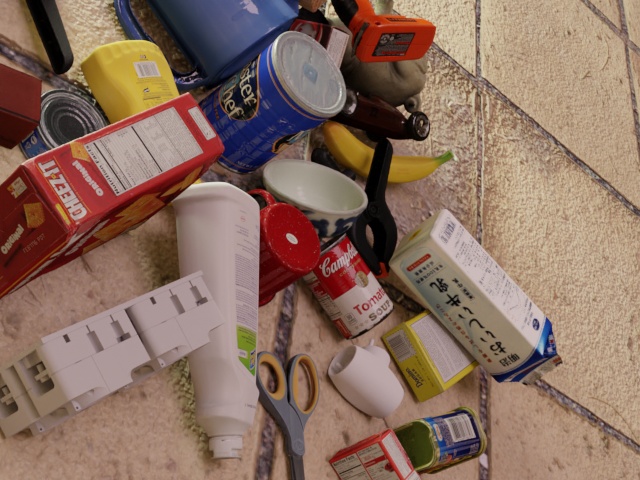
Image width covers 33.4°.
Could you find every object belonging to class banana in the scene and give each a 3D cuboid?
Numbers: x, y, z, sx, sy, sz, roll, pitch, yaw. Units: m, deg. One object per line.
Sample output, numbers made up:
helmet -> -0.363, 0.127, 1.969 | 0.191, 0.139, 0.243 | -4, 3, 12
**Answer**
banana -> 0.074, -0.107, 1.350 | 0.197, 0.070, 0.037 | 9, 32, -33

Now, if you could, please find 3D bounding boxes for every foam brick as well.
foam brick -> -0.299, -0.126, 0.965 | 0.078, 0.053, 0.051 | 20, 52, -40

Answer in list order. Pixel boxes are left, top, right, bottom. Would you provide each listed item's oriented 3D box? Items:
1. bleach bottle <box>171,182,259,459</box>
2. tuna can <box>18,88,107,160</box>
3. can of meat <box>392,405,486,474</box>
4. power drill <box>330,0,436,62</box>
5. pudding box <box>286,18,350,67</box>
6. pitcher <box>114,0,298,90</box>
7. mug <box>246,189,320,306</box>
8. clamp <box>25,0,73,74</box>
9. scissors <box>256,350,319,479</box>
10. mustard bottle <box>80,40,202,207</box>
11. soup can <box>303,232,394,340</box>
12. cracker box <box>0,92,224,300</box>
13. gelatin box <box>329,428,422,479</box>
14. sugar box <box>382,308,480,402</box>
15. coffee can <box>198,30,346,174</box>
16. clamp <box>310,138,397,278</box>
bleach bottle -> -0.095, 0.078, 1.010 | 0.102, 0.068, 0.251 | 32, 53, -66
tuna can -> -0.245, -0.101, 1.022 | 0.086, 0.034, 0.086 | 27, 48, -34
can of meat -> 0.112, 0.220, 1.144 | 0.083, 0.102, 0.057 | -1, 66, -46
power drill -> 0.063, -0.298, 1.316 | 0.184, 0.057, 0.188 | -11, 51, -32
pudding box -> -0.022, -0.200, 1.250 | 0.039, 0.090, 0.113 | 9, 99, -46
pitcher -> -0.153, -0.293, 1.190 | 0.243, 0.145, 0.149 | 52, 26, -3
mug -> -0.057, 0.001, 1.120 | 0.093, 0.082, 0.117 | 6, 62, -46
clamp -> -0.309, -0.274, 1.066 | 0.164, 0.036, 0.210 | 26, 45, -28
scissors -> -0.039, 0.193, 1.065 | 0.096, 0.016, 0.201 | 32, 45, -27
mustard bottle -> -0.168, -0.109, 1.093 | 0.096, 0.058, 0.191 | -16, 77, -55
soup can -> 0.028, 0.052, 1.192 | 0.102, 0.069, 0.068 | 56, 38, -5
cracker box -> -0.203, -0.033, 0.917 | 0.072, 0.164, 0.213 | 55, 38, -1
gelatin box -> 0.063, 0.245, 1.095 | 0.030, 0.073, 0.089 | -29, 87, -53
sugar box -> 0.154, 0.122, 1.302 | 0.175, 0.048, 0.093 | -21, 80, -55
coffee can -> -0.056, -0.150, 1.175 | 0.102, 0.141, 0.103 | 27, 48, -34
clamp -> 0.044, -0.039, 1.268 | 0.120, 0.039, 0.171 | -2, 82, -31
